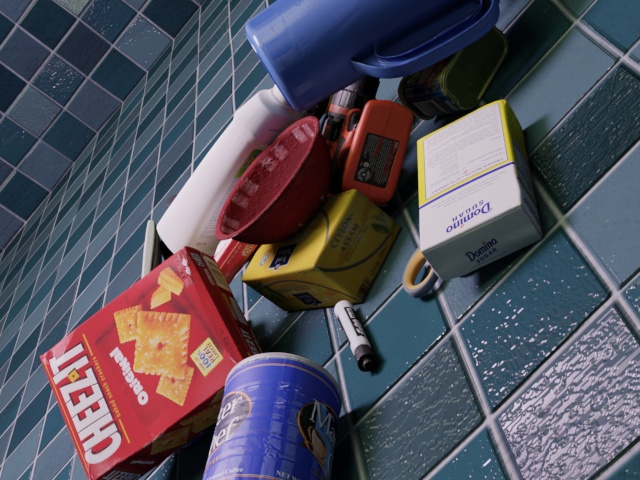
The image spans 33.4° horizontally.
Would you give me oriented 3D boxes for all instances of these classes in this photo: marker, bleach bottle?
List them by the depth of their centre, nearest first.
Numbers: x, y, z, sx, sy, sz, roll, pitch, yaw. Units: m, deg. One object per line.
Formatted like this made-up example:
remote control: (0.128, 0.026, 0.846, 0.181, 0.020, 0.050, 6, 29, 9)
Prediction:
marker: (0.032, 0.087, 0.978, 0.020, 0.020, 0.121, -50, 20, 10)
bleach bottle: (-0.091, -0.086, 1.230, 0.102, 0.068, 0.251, -12, -33, -53)

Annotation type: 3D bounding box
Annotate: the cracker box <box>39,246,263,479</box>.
cracker box: (-0.175, 0.133, 1.120, 0.214, 0.072, 0.164, -36, 61, 12)

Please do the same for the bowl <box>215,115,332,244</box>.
bowl: (-0.038, -0.050, 1.107, 0.162, 0.055, 0.162, -44, 20, 20)

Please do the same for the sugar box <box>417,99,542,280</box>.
sugar box: (0.133, -0.046, 0.914, 0.093, 0.048, 0.176, -26, 32, 22)

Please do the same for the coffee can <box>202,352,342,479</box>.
coffee can: (-0.040, 0.176, 0.870, 0.103, 0.102, 0.140, -40, 24, 33)

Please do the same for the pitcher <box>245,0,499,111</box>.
pitcher: (0.054, -0.229, 1.078, 0.243, 0.145, 0.149, -32, 10, 5)

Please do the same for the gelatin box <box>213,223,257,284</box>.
gelatin box: (-0.089, -0.001, 1.208, 0.073, 0.030, 0.089, -53, 13, 24)

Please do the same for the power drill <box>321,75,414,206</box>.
power drill: (0.046, -0.118, 1.148, 0.188, 0.057, 0.184, -133, 56, -76)

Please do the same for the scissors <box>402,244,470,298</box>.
scissors: (0.105, -0.014, 0.984, 0.096, 0.016, 0.202, -43, 22, 15)

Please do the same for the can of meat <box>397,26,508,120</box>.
can of meat: (0.140, -0.180, 1.124, 0.102, 0.057, 0.084, -59, 23, -14)
